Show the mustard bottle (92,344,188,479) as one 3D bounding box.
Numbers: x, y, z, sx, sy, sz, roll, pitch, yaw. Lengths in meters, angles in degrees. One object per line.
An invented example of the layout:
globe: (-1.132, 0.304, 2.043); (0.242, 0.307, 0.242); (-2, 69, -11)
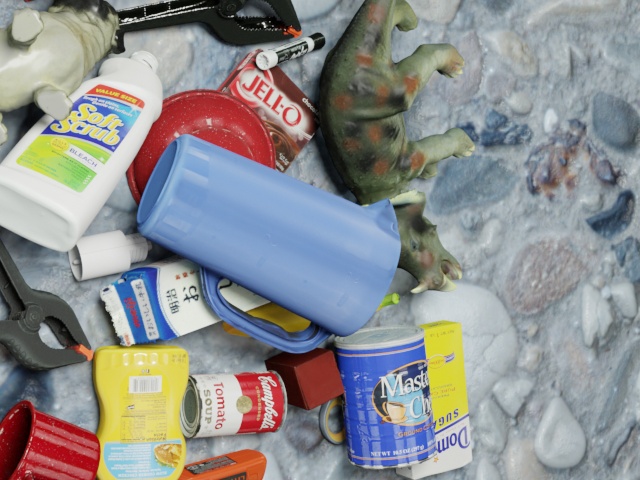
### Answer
mustard bottle: (-0.186, 0.205, 1.096); (0.096, 0.058, 0.191); (1, 90, -21)

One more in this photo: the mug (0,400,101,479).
mug: (-0.263, 0.217, 1.025); (0.081, 0.117, 0.093); (29, 100, -32)

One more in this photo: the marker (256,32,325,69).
marker: (-0.030, -0.211, 1.180); (0.120, 0.020, 0.020); (-34, 108, -52)

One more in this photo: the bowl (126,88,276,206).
bowl: (-0.118, -0.075, 1.110); (0.162, 0.055, 0.162); (-4, 103, -16)

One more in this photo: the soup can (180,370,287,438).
soup can: (-0.096, 0.175, 1.143); (0.102, 0.069, 0.068); (1, 90, -29)

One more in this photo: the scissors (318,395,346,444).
scissors: (0.017, 0.148, 1.237); (0.096, 0.016, 0.202); (-31, 105, -26)

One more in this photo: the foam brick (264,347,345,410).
foam brick: (-0.018, 0.150, 1.182); (0.051, 0.078, 0.053); (-21, 100, -27)

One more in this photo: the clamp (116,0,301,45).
clamp: (-0.109, -0.251, 1.123); (0.209, 0.165, 0.036); (22, 36, -46)

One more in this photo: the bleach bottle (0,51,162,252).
bleach bottle: (-0.225, -0.105, 1.029); (0.102, 0.068, 0.250); (27, 47, -6)

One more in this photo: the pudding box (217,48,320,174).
pudding box: (-0.061, -0.140, 1.176); (0.113, 0.039, 0.090); (45, 69, -23)

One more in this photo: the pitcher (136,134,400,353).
pitcher: (-0.057, 0.001, 1.053); (0.242, 0.145, 0.149); (25, 61, -19)

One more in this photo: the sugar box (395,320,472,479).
sugar box: (0.131, 0.191, 1.285); (0.093, 0.048, 0.176); (-9, 94, -29)

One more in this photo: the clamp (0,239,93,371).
clamp: (-0.290, 0.066, 1.036); (0.171, 0.039, 0.120); (34, 62, -45)

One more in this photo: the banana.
banana: (-0.015, 0.078, 1.187); (0.197, 0.070, 0.037); (-10, 75, -12)

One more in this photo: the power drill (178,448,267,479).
power drill: (-0.086, 0.327, 1.156); (0.184, 0.057, 0.188); (-9, 95, -29)

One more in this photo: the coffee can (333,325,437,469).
coffee can: (0.073, 0.174, 1.200); (0.102, 0.103, 0.140); (-9, 95, -29)
